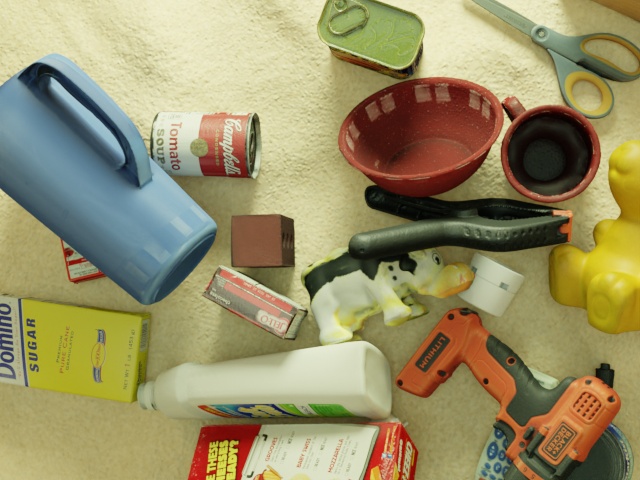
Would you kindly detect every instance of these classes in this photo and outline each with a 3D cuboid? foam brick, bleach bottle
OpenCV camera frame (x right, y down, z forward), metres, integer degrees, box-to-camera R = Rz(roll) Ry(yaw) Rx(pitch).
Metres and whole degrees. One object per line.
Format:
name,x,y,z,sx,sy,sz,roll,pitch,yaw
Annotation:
foam brick,-0.057,0.001,1.075,0.051,0.078,0.053,-1,89,9
bleach bottle,-0.062,0.148,1.068,0.251,0.102,0.068,-7,67,19

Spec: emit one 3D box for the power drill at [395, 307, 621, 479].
power drill,0.165,0.169,1.027,0.188,0.057,0.184,39,97,22

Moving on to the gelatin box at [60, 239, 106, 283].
gelatin box,-0.235,-0.005,1.122,0.073,0.030,0.089,-13,86,6

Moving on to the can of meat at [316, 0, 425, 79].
can of meat,0.053,-0.202,1.062,0.102,0.084,0.057,20,91,7

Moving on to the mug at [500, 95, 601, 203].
mug,0.213,-0.090,1.040,0.093,0.081,0.117,-37,85,5

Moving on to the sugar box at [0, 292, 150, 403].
sugar box,-0.270,0.111,1.117,0.176,0.048,0.093,7,90,6

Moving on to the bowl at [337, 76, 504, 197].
bowl,0.101,-0.092,1.043,0.162,0.162,0.055,-12,131,7

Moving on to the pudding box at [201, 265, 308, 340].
pudding box,-0.062,0.063,1.057,0.090,0.113,0.039,29,89,7

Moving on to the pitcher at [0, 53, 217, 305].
pitcher,-0.217,-0.058,1.039,0.243,0.149,0.145,41,89,5

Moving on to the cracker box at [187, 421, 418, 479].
cracker box,-0.024,0.259,1.009,0.214,0.072,0.164,-6,50,23

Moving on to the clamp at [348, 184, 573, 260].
clamp,0.128,-0.013,1.002,0.210,0.164,0.036,5,112,14

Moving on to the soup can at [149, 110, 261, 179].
soup can,-0.116,-0.098,1.090,0.102,0.068,0.068,2,89,8

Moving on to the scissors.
scissors,0.223,-0.186,1.074,0.202,0.016,0.096,17,91,8
